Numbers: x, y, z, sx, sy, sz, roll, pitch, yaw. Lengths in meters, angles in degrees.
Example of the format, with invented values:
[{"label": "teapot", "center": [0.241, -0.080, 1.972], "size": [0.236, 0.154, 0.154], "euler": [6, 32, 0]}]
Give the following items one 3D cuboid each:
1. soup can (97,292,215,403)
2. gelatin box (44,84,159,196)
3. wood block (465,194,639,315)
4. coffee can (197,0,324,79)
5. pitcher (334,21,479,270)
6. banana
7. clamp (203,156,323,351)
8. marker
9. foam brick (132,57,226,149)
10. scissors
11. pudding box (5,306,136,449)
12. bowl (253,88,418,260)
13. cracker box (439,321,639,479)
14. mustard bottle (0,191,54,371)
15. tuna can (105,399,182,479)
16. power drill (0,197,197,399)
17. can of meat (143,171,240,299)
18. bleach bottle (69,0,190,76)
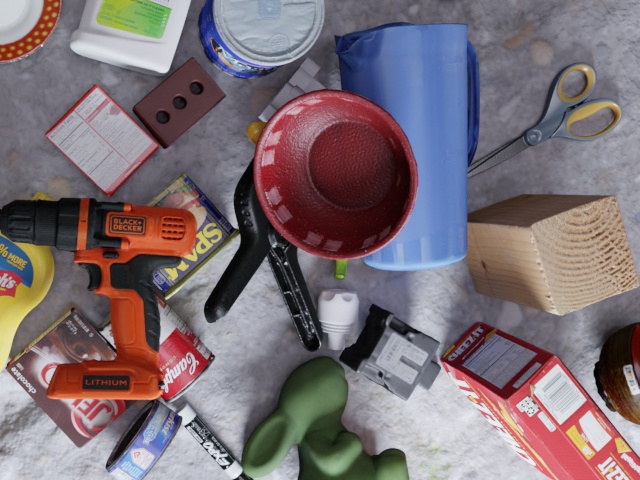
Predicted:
[{"label": "soup can", "center": [-0.163, 0.102, 1.062], "size": [0.068, 0.068, 0.102], "euler": [-42, 100, -7]}, {"label": "gelatin box", "center": [-0.216, -0.099, 1.059], "size": [0.089, 0.030, 0.073], "euler": [45, 85, -11]}, {"label": "wood block", "center": [0.219, 0.008, 1.067], "size": [0.090, 0.206, 0.091], "euler": [-19, 97, -11]}, {"label": "coffee can", "center": [-0.061, -0.213, 1.029], "size": [0.102, 0.140, 0.103], "euler": [-1, 93, -12]}, {"label": "pitcher", "center": [0.096, -0.098, 1.084], "size": [0.149, 0.145, 0.243], "euler": [-4, 98, 3]}, {"label": "banana", "center": [-0.006, -0.054, 1.081], "size": [0.197, 0.037, 0.069], "euler": [57, 38, -26]}, {"label": "clamp", "center": [-0.057, 0.001, 1.055], "size": [0.164, 0.036, 0.210], "euler": [13, 69, -52]}, {"label": "marker", "center": [-0.107, 0.219, 1.105], "size": [0.020, 0.020, 0.121], "euler": [-41, 100, -7]}, {"label": "foam brick", "center": [-0.142, -0.136, 1.061], "size": [0.078, 0.051, 0.053], "euler": [-43, 100, -7]}, {"label": "scissors", "center": [0.233, -0.133, 1.160], "size": [0.201, 0.016, 0.096], "euler": [-14, 94, -11]}, {"label": "pudding box", "center": [-0.241, 0.136, 1.062], "size": [0.090, 0.039, 0.113], "euler": [-41, 100, -6]}, {"label": "bowl", "center": [0.020, -0.066, 1.007], "size": [0.162, 0.055, 0.162], "euler": [6, 107, 19]}, {"label": "cracker box", "center": [0.220, 0.177, 1.073], "size": [0.072, 0.214, 0.164], "euler": [-41, 100, -6]}, {"label": "mustard bottle", "center": [-0.314, 0.038, 1.030], "size": [0.096, 0.058, 0.191], "euler": [30, 85, 7]}, {"label": "tuna can", "center": [-0.175, 0.200, 1.056], "size": [0.033, 0.086, 0.086], "euler": [37, 85, -10]}, {"label": "power drill", "center": [-0.210, 0.053, 0.988], "size": [0.184, 0.057, 0.187], "euler": [3, 83, -10]}, {"label": "can of meat", "center": [-0.145, -0.006, 1.066], "size": [0.102, 0.057, 0.084], "euler": [-42, 98, -7]}, {"label": "bleach bottle", "center": [-0.164, -0.295, 1.044], "size": [0.102, 0.068, 0.251], "euler": [15, 88, -13]}]
